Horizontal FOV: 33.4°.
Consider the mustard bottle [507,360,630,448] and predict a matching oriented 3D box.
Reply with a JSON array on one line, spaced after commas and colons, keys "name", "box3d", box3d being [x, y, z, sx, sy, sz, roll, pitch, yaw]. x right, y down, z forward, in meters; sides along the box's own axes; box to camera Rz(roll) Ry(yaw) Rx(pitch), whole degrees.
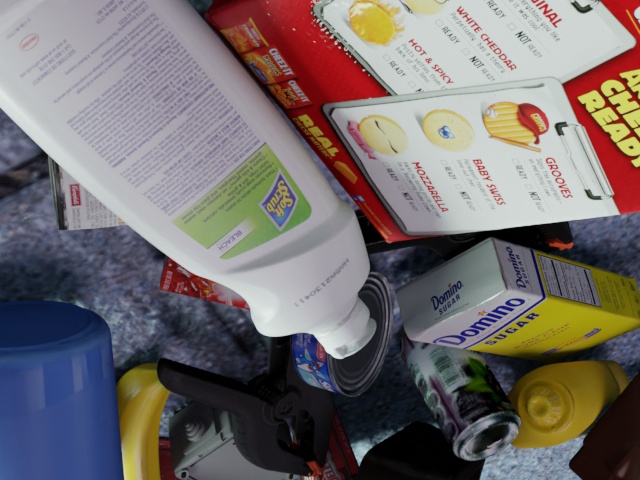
[{"name": "mustard bottle", "box3d": [0.190, 0.129, 0.842, 0.096, 0.058, 0.191, -29, 164, 16]}]

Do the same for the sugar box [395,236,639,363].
[{"name": "sugar box", "box3d": [0.147, 0.048, 0.768, 0.175, 0.048, 0.094, 10, 148, -42]}]

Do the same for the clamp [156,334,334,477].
[{"name": "clamp", "box3d": [-0.043, 0.109, 0.739, 0.120, 0.039, 0.171, -26, 123, -17]}]

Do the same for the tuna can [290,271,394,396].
[{"name": "tuna can", "box3d": [0.015, 0.060, 0.723, 0.034, 0.086, 0.086, 10, 153, 30]}]

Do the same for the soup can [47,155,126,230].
[{"name": "soup can", "box3d": [-0.093, -0.044, 0.570, 0.102, 0.068, 0.068, -7, 139, -15]}]

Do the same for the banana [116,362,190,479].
[{"name": "banana", "box3d": [-0.127, 0.163, 0.772, 0.037, 0.070, 0.198, -12, 120, -32]}]

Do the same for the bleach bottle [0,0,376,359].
[{"name": "bleach bottle", "box3d": [-0.063, -0.033, 0.512, 0.102, 0.068, 0.250, -39, 112, 2]}]

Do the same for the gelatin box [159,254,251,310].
[{"name": "gelatin box", "box3d": [-0.054, 0.001, 0.649, 0.073, 0.030, 0.089, 13, 133, -8]}]

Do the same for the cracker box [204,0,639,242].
[{"name": "cracker box", "box3d": [0.077, -0.085, 0.481, 0.214, 0.072, 0.164, -8, 131, 45]}]

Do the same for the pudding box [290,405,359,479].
[{"name": "pudding box", "box3d": [0.005, 0.184, 0.854, 0.039, 0.090, 0.113, -15, 141, -8]}]

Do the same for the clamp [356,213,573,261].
[{"name": "clamp", "box3d": [0.091, -0.027, 0.687, 0.209, 0.036, 0.165, 6, 143, -30]}]

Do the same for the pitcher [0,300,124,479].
[{"name": "pitcher", "box3d": [-0.191, 0.165, 0.659, 0.149, 0.145, 0.243, -9, 107, -33]}]
